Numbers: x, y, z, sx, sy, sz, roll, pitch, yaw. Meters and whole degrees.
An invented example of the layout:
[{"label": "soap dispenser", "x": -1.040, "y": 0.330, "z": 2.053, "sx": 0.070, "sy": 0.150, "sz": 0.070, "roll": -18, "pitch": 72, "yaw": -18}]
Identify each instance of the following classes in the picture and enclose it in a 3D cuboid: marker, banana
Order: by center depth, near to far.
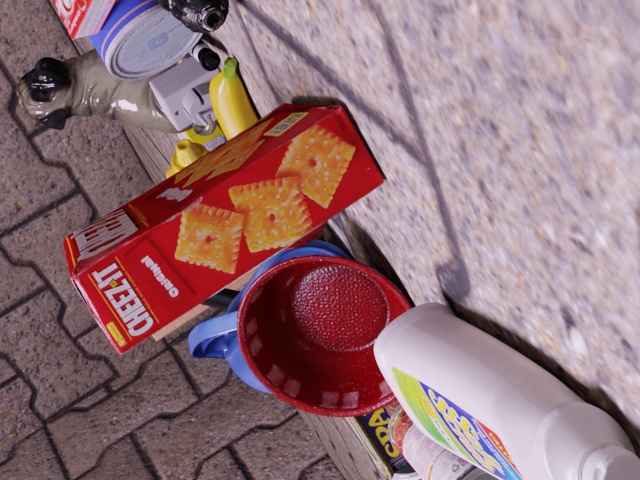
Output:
[{"label": "banana", "x": -0.059, "y": -0.084, "z": 1.022, "sx": 0.197, "sy": 0.037, "sz": 0.070, "roll": 61, "pitch": 171, "yaw": -21}, {"label": "marker", "x": -0.118, "y": -0.185, "z": 1.025, "sx": 0.020, "sy": 0.020, "sz": 0.121, "roll": 62, "pitch": 174, "yaw": -29}]

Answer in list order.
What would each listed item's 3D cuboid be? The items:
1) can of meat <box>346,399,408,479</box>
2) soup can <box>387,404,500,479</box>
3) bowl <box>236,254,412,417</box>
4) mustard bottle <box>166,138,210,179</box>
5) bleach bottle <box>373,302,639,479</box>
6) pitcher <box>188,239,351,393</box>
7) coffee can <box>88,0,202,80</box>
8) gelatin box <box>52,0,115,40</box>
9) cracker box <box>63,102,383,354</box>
[{"label": "can of meat", "x": 0.070, "y": 0.158, "z": 1.001, "sx": 0.102, "sy": 0.084, "sz": 0.057, "roll": 57, "pitch": 171, "yaw": 6}, {"label": "soup can", "x": 0.112, "y": 0.182, "z": 0.913, "sx": 0.102, "sy": 0.068, "sz": 0.068, "roll": 46, "pitch": 166, "yaw": 50}, {"label": "bowl", "x": 0.012, "y": 0.072, "z": 0.926, "sx": 0.162, "sy": 0.162, "sz": 0.055, "roll": 61, "pitch": -156, "yaw": -18}, {"label": "mustard bottle", "x": -0.124, "y": -0.047, "z": 1.195, "sx": 0.096, "sy": 0.058, "sz": 0.191, "roll": 32, "pitch": 159, "yaw": 30}, {"label": "bleach bottle", "x": 0.115, "y": 0.105, "z": 0.652, "sx": 0.102, "sy": 0.068, "sz": 0.251, "roll": 59, "pitch": 169, "yaw": -12}, {"label": "pitcher", "x": -0.038, "y": 0.081, "z": 1.097, "sx": 0.145, "sy": 0.149, "sz": 0.243, "roll": 35, "pitch": 163, "yaw": 1}, {"label": "coffee can", "x": -0.183, "y": -0.232, "z": 0.974, "sx": 0.140, "sy": 0.102, "sz": 0.103, "roll": 56, "pitch": 171, "yaw": 14}, {"label": "gelatin box", "x": -0.200, "y": -0.223, "z": 0.890, "sx": 0.073, "sy": 0.030, "sz": 0.089, "roll": 60, "pitch": 144, "yaw": 9}, {"label": "cracker box", "x": -0.079, "y": -0.020, "z": 0.777, "sx": 0.072, "sy": 0.213, "sz": 0.164, "roll": 60, "pitch": 171, "yaw": -14}]
